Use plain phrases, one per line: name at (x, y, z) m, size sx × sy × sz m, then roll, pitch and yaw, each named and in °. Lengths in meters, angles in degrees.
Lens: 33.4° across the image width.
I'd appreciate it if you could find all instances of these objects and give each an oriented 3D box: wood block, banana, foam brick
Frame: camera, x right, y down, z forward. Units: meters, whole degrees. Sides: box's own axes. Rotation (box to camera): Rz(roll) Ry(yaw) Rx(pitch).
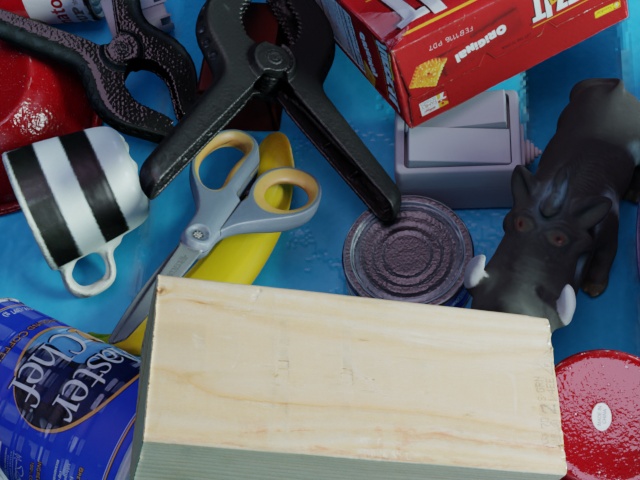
wood block at (0.010, 0.086, 0.556) m, size 0.206 × 0.091 × 0.090 m, roll 7°, pitch 58°, yaw -11°
banana at (-0.071, 0.010, 0.708) m, size 0.070 × 0.037 × 0.197 m, roll 36°, pitch 75°, yaw 22°
foam brick at (-0.053, -0.124, 0.760) m, size 0.051 × 0.053 × 0.078 m, roll 3°, pitch 65°, yaw 10°

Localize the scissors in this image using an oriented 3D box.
scissors at (-0.054, 0.001, 0.644) m, size 0.096 × 0.016 × 0.201 m, roll 15°, pitch 42°, yaw -4°

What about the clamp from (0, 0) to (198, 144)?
clamp at (-0.138, -0.141, 0.757) m, size 0.171 × 0.039 × 0.120 m, roll 42°, pitch 81°, yaw -5°

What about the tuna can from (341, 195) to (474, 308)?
tuna can at (0.057, 0.014, 0.687) m, size 0.086 × 0.034 × 0.086 m, roll -3°, pitch 64°, yaw 7°

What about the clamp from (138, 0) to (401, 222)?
clamp at (-0.024, -0.103, 0.695) m, size 0.164 × 0.036 × 0.210 m, roll 12°, pitch 59°, yaw -14°

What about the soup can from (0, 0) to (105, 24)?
soup can at (-0.219, -0.198, 0.813) m, size 0.102 × 0.068 × 0.068 m, roll -2°, pitch 65°, yaw 7°

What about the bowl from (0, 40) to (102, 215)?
bowl at (-0.243, -0.100, 0.777) m, size 0.162 × 0.055 × 0.162 m, roll -4°, pitch 65°, yaw 7°

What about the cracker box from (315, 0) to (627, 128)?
cracker box at (0.078, -0.190, 0.728) m, size 0.164 × 0.072 × 0.214 m, roll -28°, pitch 45°, yaw -5°

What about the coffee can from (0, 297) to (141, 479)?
coffee can at (-0.149, 0.107, 0.637) m, size 0.140 × 0.103 × 0.102 m, roll 22°, pitch 70°, yaw 18°
